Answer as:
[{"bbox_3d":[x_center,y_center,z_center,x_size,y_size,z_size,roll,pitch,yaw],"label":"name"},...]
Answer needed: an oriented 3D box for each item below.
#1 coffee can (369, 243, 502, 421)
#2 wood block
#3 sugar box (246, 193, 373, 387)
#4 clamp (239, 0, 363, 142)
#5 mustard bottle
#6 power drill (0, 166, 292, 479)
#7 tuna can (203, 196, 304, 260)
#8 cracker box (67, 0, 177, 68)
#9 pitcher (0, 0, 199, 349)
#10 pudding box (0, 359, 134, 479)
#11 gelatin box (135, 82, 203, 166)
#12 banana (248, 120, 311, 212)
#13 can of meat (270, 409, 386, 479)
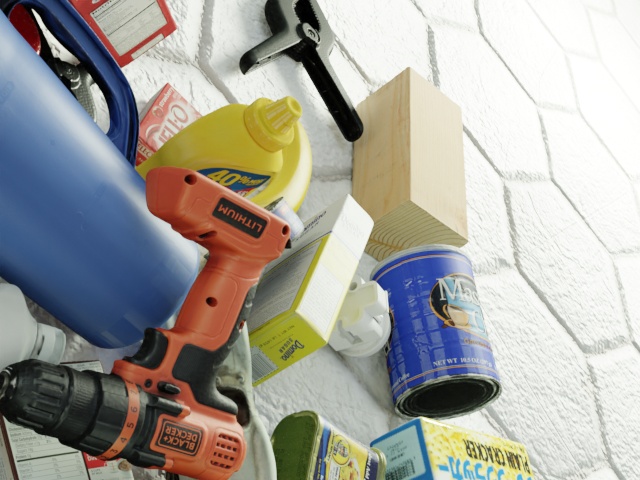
[{"bbox_3d":[0.109,0.089,1.024,0.102,0.103,0.140,21,48,-40],"label":"coffee can"},{"bbox_3d":[0.095,-0.076,1.153,0.090,0.090,0.206,33,41,-29],"label":"wood block"},{"bbox_3d":[-0.015,0.040,0.922,0.048,0.093,0.176,47,36,-14],"label":"sugar box"},{"bbox_3d":[-0.028,-0.217,1.165,0.164,0.036,0.210,24,43,-38],"label":"clamp"},{"bbox_3d":[-0.086,-0.054,0.824,0.096,0.192,0.058,8,56,-50],"label":"mustard bottle"},{"bbox_3d":[-0.103,0.051,0.685,0.184,0.057,0.187,28,76,-42],"label":"power drill"},{"bbox_3d":[-0.056,0.001,0.911,0.034,0.086,0.086,53,35,-7],"label":"tuna can"},{"bbox_3d":[-0.196,-0.233,0.809,0.164,0.072,0.213,52,-3,4],"label":"cracker box"},{"bbox_3d":[-0.185,-0.043,0.713,0.242,0.149,0.145,49,18,-37],"label":"pitcher"},{"bbox_3d":[-0.175,0.136,0.699,0.089,0.039,0.113,2,58,-46],"label":"pudding box"},{"bbox_3d":[-0.130,-0.087,0.942,0.073,0.030,0.089,43,36,-18],"label":"gelatin box"},{"bbox_3d":[-0.041,-0.061,1.023,0.069,0.037,0.197,48,35,-13],"label":"banana"},{"bbox_3d":[0.000,0.193,0.828,0.083,0.058,0.102,40,47,-36],"label":"can of meat"}]
